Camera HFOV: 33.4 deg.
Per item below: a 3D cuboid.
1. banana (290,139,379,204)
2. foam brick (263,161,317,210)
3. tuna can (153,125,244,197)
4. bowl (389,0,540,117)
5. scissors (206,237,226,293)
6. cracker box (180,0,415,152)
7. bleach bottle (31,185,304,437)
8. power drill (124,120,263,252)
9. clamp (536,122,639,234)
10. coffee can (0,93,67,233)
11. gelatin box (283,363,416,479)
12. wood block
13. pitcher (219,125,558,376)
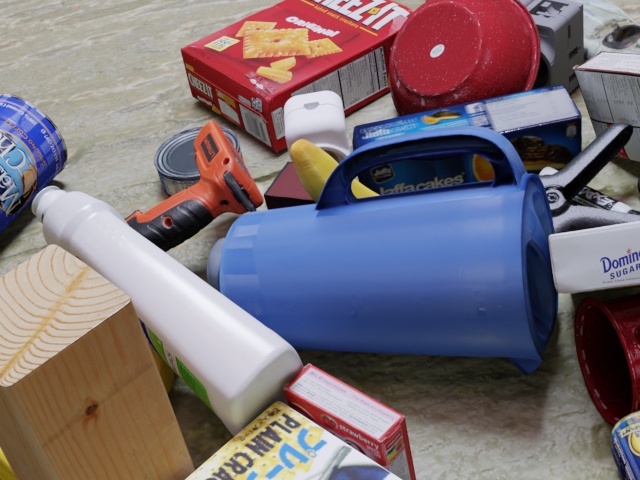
[{"bbox_3d":[0.054,-0.031,0.884,0.197,0.069,0.037,11,4,-30],"label":"banana"},{"bbox_3d":[-0.009,-0.022,0.919,0.053,0.078,0.051,7,43,25],"label":"foam brick"},{"bbox_3d":[-0.118,-0.075,1.046,0.086,0.034,0.086,-8,39,6],"label":"tuna can"},{"bbox_3d":[0.123,-0.174,1.012,0.162,0.055,0.162,-8,76,33],"label":"bowl"},{"bbox_3d":[-0.056,0.001,0.897,0.016,0.096,0.201,5,45,17],"label":"scissors"},{"bbox_3d":[-0.015,-0.196,1.135,0.213,0.072,0.164,-31,43,-23],"label":"cracker box"},{"bbox_3d":[-0.123,0.041,0.786,0.251,0.102,0.068,37,71,26],"label":"bleach bottle"},{"bbox_3d":[-0.151,-0.024,0.944,0.187,0.057,0.184,-36,36,2],"label":"power drill"},{"bbox_3d":[0.199,-0.036,0.889,0.171,0.039,0.120,-9,51,13],"label":"clamp"},{"bbox_3d":[-0.327,-0.062,1.032,0.103,0.103,0.140,9,43,24],"label":"coffee can"},{"bbox_3d":[0.020,0.134,0.726,0.089,0.073,0.030,23,51,36],"label":"gelatin box"},{"bbox_3d":[-0.151,0.119,0.684,0.090,0.206,0.090,-37,45,-28],"label":"wood block"},{"bbox_3d":[0.050,0.015,0.797,0.243,0.145,0.149,-3,66,22],"label":"pitcher"}]
